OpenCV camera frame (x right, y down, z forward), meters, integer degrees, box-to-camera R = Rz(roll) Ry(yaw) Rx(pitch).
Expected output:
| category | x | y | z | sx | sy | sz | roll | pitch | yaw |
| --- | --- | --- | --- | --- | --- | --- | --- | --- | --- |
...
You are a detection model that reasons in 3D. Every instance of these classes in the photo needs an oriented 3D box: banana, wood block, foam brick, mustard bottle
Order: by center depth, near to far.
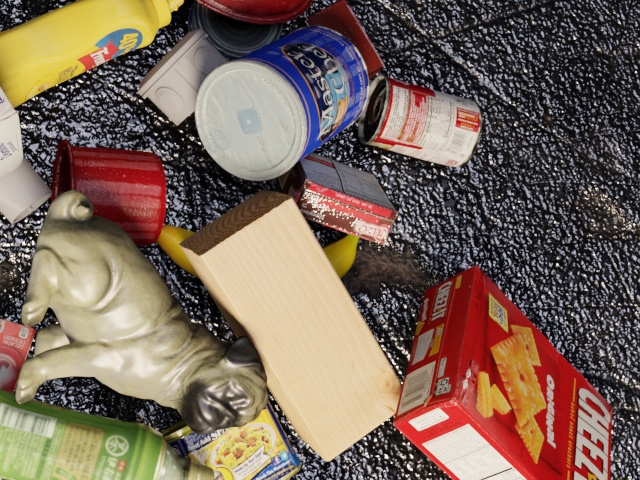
| category | x | y | z | sx | sy | sz | roll | pitch | yaw |
| --- | --- | --- | --- | --- | --- | --- | --- | --- | --- |
| wood block | -0.022 | 0.069 | 0.904 | 0.090 | 0.090 | 0.206 | -34 | 106 | -12 |
| mustard bottle | -0.203 | -0.176 | 0.917 | 0.191 | 0.096 | 0.058 | -30 | 90 | -22 |
| banana | -0.050 | 0.018 | 0.965 | 0.197 | 0.037 | 0.069 | -2 | 70 | -20 |
| foam brick | 0.014 | -0.179 | 1.017 | 0.051 | 0.053 | 0.078 | -32 | 90 | -22 |

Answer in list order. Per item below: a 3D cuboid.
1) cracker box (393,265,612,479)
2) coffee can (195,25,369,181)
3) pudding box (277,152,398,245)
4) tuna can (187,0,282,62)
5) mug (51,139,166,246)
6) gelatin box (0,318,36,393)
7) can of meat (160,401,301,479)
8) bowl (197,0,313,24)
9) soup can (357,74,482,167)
| category | x | y | z | sx | sy | sz | roll | pitch | yaw |
| --- | --- | --- | --- | --- | --- | --- | --- | --- | --- |
| cracker box | 0.169 | 0.152 | 0.932 | 0.213 | 0.072 | 0.164 | 44 | 38 | -20 |
| coffee can | -0.030 | -0.122 | 0.931 | 0.103 | 0.103 | 0.140 | 53 | 34 | -3 |
| pudding box | 0.013 | -0.042 | 0.958 | 0.090 | 0.113 | 0.039 | 20 | 108 | -15 |
| tuna can | -0.079 | -0.205 | 1.000 | 0.086 | 0.034 | 0.086 | 4 | 78 | -18 |
| mug | -0.181 | -0.025 | 0.906 | 0.081 | 0.093 | 0.117 | 2 | 110 | -24 |
| gelatin box | -0.287 | 0.094 | 0.869 | 0.089 | 0.030 | 0.073 | 20 | 74 | -14 |
| can of meat | -0.077 | 0.181 | 0.911 | 0.102 | 0.058 | 0.084 | -27 | 91 | -22 |
| bowl | -0.067 | -0.276 | 0.977 | 0.162 | 0.055 | 0.162 | 14 | 52 | -19 |
| soup can | 0.096 | -0.113 | 1.024 | 0.102 | 0.069 | 0.068 | 13 | 75 | -17 |
